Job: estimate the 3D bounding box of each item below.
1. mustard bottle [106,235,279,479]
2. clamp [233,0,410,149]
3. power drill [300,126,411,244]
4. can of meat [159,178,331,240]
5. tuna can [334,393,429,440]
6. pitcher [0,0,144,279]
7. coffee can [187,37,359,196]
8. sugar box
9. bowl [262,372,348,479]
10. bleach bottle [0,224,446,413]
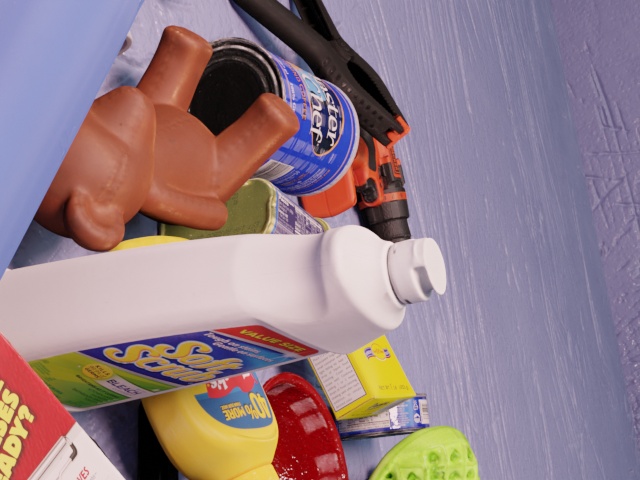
[{"bbox_3d":[-0.075,0.092,0.670,0.096,0.058,0.192,10,51,-64],"label":"mustard bottle"},{"bbox_3d":[0.004,-0.175,1.009,0.210,0.036,0.164,53,26,8],"label":"clamp"},{"bbox_3d":[0.036,-0.056,1.071,0.187,0.057,0.184,4,70,-69],"label":"power drill"},{"bbox_3d":[-0.055,0.001,0.777,0.083,0.102,0.057,38,45,-52],"label":"can of meat"},{"bbox_3d":[0.055,0.159,0.960,0.086,0.086,0.034,19,62,-63],"label":"tuna can"},{"bbox_3d":[-0.169,-0.072,0.474,0.149,0.145,0.242,43,53,-41],"label":"pitcher"},{"bbox_3d":[-0.043,-0.094,0.852,0.140,0.103,0.103,12,67,-64],"label":"coffee can"},{"bbox_3d":[0.010,0.062,0.895,0.093,0.048,0.176,14,48,-64],"label":"sugar box"},{"bbox_3d":[-0.036,0.181,0.781,0.162,0.055,0.162,43,41,-52],"label":"bowl"},{"bbox_3d":[-0.060,0.035,0.555,0.102,0.251,0.068,45,38,-50],"label":"bleach bottle"}]
